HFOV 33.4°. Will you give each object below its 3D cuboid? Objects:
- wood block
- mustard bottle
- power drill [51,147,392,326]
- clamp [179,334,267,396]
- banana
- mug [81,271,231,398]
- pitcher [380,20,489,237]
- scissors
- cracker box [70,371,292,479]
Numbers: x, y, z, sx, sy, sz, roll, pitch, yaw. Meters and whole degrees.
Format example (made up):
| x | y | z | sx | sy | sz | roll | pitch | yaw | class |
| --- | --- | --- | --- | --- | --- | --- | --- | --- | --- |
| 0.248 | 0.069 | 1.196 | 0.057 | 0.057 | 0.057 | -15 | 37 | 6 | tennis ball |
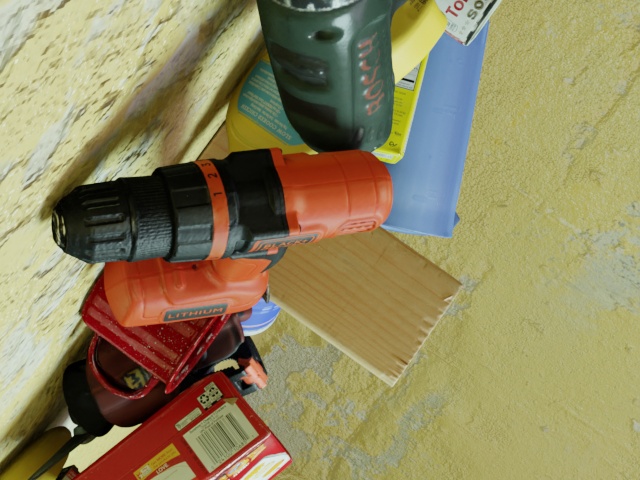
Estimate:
| x | y | z | sx | sy | sz | roll | pitch | yaw | class |
| --- | --- | --- | --- | --- | --- | --- | --- | --- | --- |
| -0.007 | 0.011 | 0.795 | 0.091 | 0.206 | 0.090 | -54 | 177 | -3 | wood block |
| -0.007 | -0.094 | 0.705 | 0.191 | 0.096 | 0.058 | -54 | 148 | 1 | mustard bottle |
| -0.072 | 0.003 | 0.616 | 0.184 | 0.057 | 0.188 | -6 | 167 | -23 | power drill |
| -0.128 | 0.123 | 0.987 | 0.210 | 0.036 | 0.164 | 6 | -130 | 53 | clamp |
| -0.253 | 0.208 | 0.841 | 0.070 | 0.037 | 0.197 | -26 | -163 | 45 | banana |
| -0.119 | 0.056 | 0.752 | 0.117 | 0.081 | 0.093 | -55 | 177 | 9 | mug |
| 0.091 | -0.130 | 1.119 | 0.149 | 0.145 | 0.243 | -4 | 107 | -73 | pitcher |
| -0.202 | 0.154 | 0.875 | 0.096 | 0.016 | 0.201 | -9 | -170 | 31 | scissors |
| -0.113 | 0.195 | 0.868 | 0.164 | 0.072 | 0.213 | -37 | 165 | -8 | cracker box |
